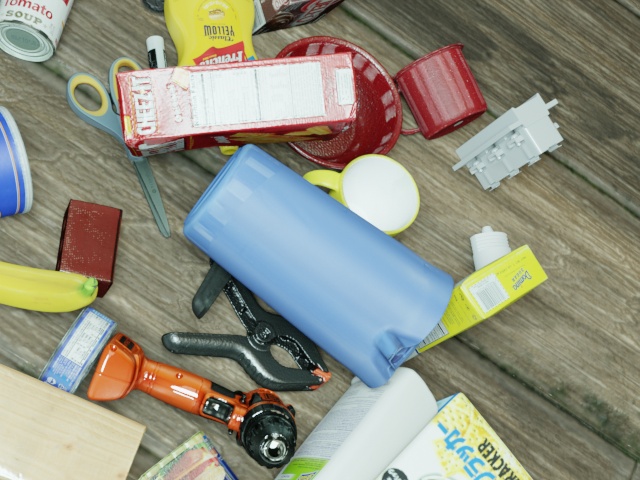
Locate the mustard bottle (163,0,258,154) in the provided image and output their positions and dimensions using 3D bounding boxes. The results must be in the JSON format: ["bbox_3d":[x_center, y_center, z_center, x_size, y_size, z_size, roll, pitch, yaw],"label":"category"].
[{"bbox_3d":[-0.110,-0.182,1.145,0.096,0.058,0.191,-3,72,-20],"label":"mustard bottle"}]

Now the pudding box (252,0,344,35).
[{"bbox_3d":[-0.023,-0.267,1.182,0.089,0.114,0.039,-17,92,-27],"label":"pudding box"}]

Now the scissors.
[{"bbox_3d":[-0.209,-0.098,1.095,0.096,0.016,0.202,0,70,-21],"label":"scissors"}]

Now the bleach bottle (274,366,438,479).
[{"bbox_3d":[0.003,0.218,0.995,0.250,0.103,0.068,-41,103,-35],"label":"bleach bottle"}]

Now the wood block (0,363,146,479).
[{"bbox_3d":[-0.269,0.168,0.923,0.206,0.091,0.090,25,62,-11],"label":"wood block"}]

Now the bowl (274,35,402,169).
[{"bbox_3d":[0.007,-0.143,1.180,0.162,0.055,0.162,8,67,-20],"label":"bowl"}]

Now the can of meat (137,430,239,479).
[{"bbox_3d":[-0.123,0.237,0.977,0.102,0.058,0.084,-35,83,-30],"label":"can of meat"}]

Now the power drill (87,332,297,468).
[{"bbox_3d":[-0.111,0.146,0.957,0.187,0.184,0.057,23,87,-7],"label":"power drill"}]

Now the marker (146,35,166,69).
[{"bbox_3d":[-0.169,-0.160,1.134,0.020,0.020,0.121,-2,71,-23],"label":"marker"}]

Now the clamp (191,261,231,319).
[{"bbox_3d":[-0.057,0.001,1.092,0.164,0.036,0.210,16,52,-29],"label":"clamp"}]

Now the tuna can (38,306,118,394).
[{"bbox_3d":[-0.221,0.103,0.971,0.033,0.086,0.086,32,61,-5],"label":"tuna can"}]

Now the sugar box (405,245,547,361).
[{"bbox_3d":[0.143,0.068,1.084,0.093,0.176,0.048,-27,80,-28],"label":"sugar box"}]

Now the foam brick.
[{"bbox_3d":[-0.224,0.009,1.026,0.051,0.053,0.078,11,65,-19],"label":"foam brick"}]

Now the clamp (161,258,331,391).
[{"bbox_3d":[-0.072,0.103,1.059,0.171,0.039,0.120,39,60,0],"label":"clamp"}]

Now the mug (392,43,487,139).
[{"bbox_3d":[0.129,-0.163,1.228,0.117,0.093,0.081,-26,85,3],"label":"mug"}]

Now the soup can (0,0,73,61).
[{"bbox_3d":[-0.290,-0.243,1.089,0.068,0.069,0.102,19,65,-15],"label":"soup can"}]

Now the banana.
[{"bbox_3d":[-0.281,0.034,0.972,0.198,0.069,0.037,8,55,14],"label":"banana"}]

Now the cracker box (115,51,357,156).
[{"bbox_3d":[-0.082,-0.125,1.022,0.213,0.164,0.072,-7,91,-7],"label":"cracker box"}]

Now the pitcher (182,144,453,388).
[{"bbox_3d":[-0.005,0.017,1.018,0.242,0.149,0.145,37,63,-8],"label":"pitcher"}]

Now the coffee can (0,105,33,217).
[{"bbox_3d":[-0.347,-0.059,0.972,0.140,0.103,0.103,-16,77,-27],"label":"coffee can"}]
